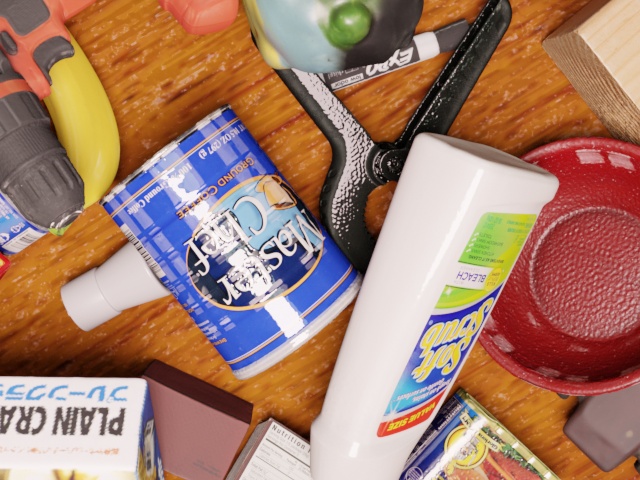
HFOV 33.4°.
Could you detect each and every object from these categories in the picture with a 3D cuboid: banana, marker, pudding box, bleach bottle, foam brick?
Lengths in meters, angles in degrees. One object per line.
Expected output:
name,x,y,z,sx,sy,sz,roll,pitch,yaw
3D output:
banana,-0.174,-0.103,0.672,0.037,0.069,0.198,-31,83,41
marker,0.045,-0.119,0.699,0.121,0.020,0.020,-19,96,0
pudding box,-0.027,0.187,0.700,0.090,0.039,0.113,33,66,-4
bleach bottle,0.057,0.063,0.658,0.068,0.102,0.251,30,106,36
foam brick,-0.090,0.121,0.704,0.078,0.051,0.053,26,95,-4

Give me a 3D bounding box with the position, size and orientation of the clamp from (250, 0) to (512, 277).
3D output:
clamp,0.054,-0.058,0.688,0.164,0.036,0.210,-12,104,-2

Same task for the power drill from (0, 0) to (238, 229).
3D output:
power drill,-0.143,-0.120,0.633,0.187,0.057,0.184,-35,87,-22

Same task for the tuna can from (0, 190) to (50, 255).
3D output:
tuna can,-0.204,-0.033,0.666,0.034,0.086,0.086,-34,96,3

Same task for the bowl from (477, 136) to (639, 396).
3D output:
bowl,0.171,0.018,0.681,0.162,0.055,0.162,-4,80,26

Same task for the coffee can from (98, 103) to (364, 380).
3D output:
coffee can,-0.054,0.001,0.667,0.103,0.103,0.140,-37,96,2

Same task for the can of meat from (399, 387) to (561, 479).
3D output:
can of meat,0.102,0.162,0.713,0.102,0.057,0.084,43,90,-8
